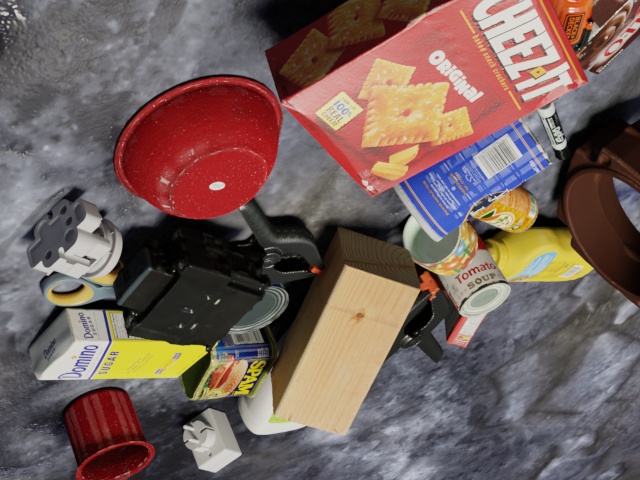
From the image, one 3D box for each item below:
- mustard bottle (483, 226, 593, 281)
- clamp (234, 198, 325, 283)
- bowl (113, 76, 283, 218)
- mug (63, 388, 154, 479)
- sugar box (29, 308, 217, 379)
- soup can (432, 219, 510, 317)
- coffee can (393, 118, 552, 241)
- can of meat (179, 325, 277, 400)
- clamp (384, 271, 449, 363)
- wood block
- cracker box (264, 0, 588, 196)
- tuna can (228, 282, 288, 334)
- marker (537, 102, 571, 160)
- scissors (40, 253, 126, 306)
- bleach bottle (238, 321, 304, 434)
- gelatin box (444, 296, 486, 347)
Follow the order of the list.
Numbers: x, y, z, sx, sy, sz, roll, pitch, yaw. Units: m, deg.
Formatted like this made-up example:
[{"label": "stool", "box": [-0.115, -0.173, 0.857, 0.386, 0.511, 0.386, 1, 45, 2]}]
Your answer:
[{"label": "mustard bottle", "box": [0.266, 0.018, 1.346, 0.191, 0.058, 0.096, -1, 153, -36]}, {"label": "clamp", "box": [-0.057, 0.001, 1.103, 0.171, 0.039, 0.120, 6, 141, -38]}, {"label": "bowl", "box": [-0.099, -0.069, 0.954, 0.162, 0.055, 0.162, -19, 147, -13]}, {"label": "mug", "box": [-0.254, 0.234, 1.252, 0.093, 0.081, 0.117, -8, 143, -29]}, {"label": "sugar box", "box": [-0.208, 0.112, 1.134, 0.175, 0.048, 0.093, 2, 148, -41]}, {"label": "soup can", "box": [0.170, 0.031, 1.253, 0.068, 0.102, 0.068, -19, 147, -13]}, {"label": "coffee can", "box": [0.146, -0.080, 1.075, 0.140, 0.103, 0.102, -35, 148, 12]}, {"label": "can of meat", "box": [-0.110, 0.143, 1.252, 0.083, 0.057, 0.102, -1, 139, -32]}, {"label": "clamp", "box": [0.109, 0.109, 1.281, 0.164, 0.036, 0.210, -13, 146, -32]}, {"label": "wood block", "box": [0.024, 0.103, 1.188, 0.090, 0.090, 0.206, 18, 116, -14]}, {"label": "cracker box", "box": [0.089, -0.140, 0.863, 0.214, 0.072, 0.164, -27, 143, 15]}, {"label": "tuna can", "box": [-0.081, 0.065, 1.182, 0.086, 0.034, 0.086, -19, 148, -13]}, {"label": "marker", "box": [0.258, -0.121, 1.177, 0.020, 0.020, 0.121, -32, 148, 7]}, {"label": "scissors", "box": [-0.208, 0.058, 1.093, 0.096, 0.016, 0.201, -29, 148, 6]}, {"label": "bleach bottle", "box": [-0.017, 0.139, 1.310, 0.102, 0.068, 0.251, -4, 139, -30]}, {"label": "gelatin box", "box": [0.181, 0.076, 1.340, 0.030, 0.089, 0.073, 13, 135, -11]}]
